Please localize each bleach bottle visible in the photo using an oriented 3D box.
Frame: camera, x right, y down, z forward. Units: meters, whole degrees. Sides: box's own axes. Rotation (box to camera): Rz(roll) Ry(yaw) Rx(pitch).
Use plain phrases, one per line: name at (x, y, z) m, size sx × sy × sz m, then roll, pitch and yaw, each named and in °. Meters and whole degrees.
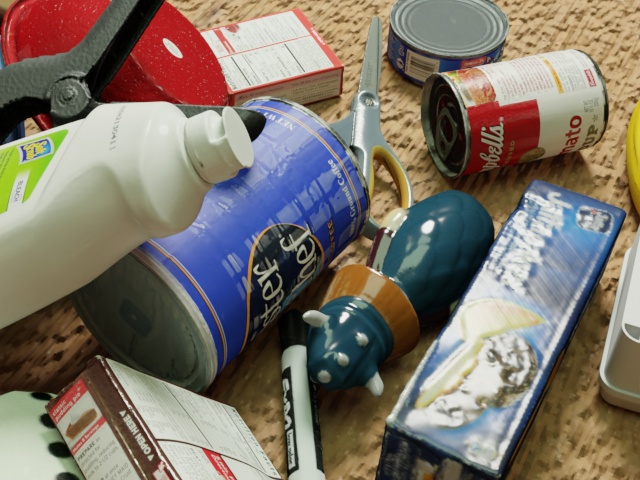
bleach bottle at (-0.148, 0.001, 0.487) m, size 0.251 × 0.068 × 0.102 m, roll -19°, pitch 43°, yaw 16°

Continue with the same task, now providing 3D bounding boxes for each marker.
marker at (-0.010, 0.084, 0.555) m, size 0.020 × 0.020 × 0.121 m, roll -2°, pitch 46°, yaw -5°

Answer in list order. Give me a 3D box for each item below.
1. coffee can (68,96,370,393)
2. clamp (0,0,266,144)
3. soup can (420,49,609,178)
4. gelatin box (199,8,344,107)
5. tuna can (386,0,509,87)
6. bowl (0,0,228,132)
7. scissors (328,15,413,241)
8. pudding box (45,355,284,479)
coffee can at (-0.054, 0.001, 0.576) m, size 0.103 × 0.103 × 0.140 m, roll 29°, pitch 51°, yaw 23°
clamp at (-0.115, -0.063, 0.549) m, size 0.171 × 0.039 × 0.120 m, roll -37°, pitch 66°, yaw 0°
soup can at (0.124, -0.083, 0.690) m, size 0.102 × 0.068 × 0.068 m, roll -12°, pitch 48°, yaw -15°
gelatin box at (-0.039, -0.122, 0.745) m, size 0.089 × 0.030 × 0.073 m, roll -18°, pitch 51°, yaw -20°
tuna can at (0.091, -0.146, 0.771) m, size 0.086 × 0.034 × 0.086 m, roll 1°, pitch 46°, yaw -2°
bowl at (-0.107, -0.098, 0.636) m, size 0.162 × 0.055 × 0.162 m, roll 39°, pitch 30°, yaw -28°
scissors at (0.013, -0.085, 0.693) m, size 0.096 × 0.016 × 0.202 m, roll 8°, pitch 52°, yaw -23°
pudding box at (-0.057, 0.105, 0.474) m, size 0.039 × 0.113 × 0.090 m, roll -45°, pitch 55°, yaw 5°
